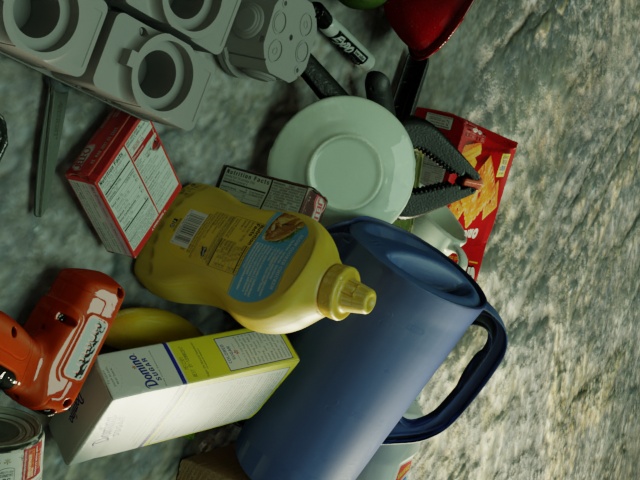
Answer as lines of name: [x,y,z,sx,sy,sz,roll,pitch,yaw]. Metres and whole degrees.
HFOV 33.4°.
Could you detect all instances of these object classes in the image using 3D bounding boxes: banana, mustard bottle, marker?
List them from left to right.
banana: [-0.121,0.099,0.879,0.069,0.037,0.197,-59,147,-24]
mustard bottle: [-0.044,0.020,0.812,0.096,0.192,0.058,-59,147,-23]
marker: [0.019,-0.188,0.984,0.121,0.020,0.020,30,78,-59]

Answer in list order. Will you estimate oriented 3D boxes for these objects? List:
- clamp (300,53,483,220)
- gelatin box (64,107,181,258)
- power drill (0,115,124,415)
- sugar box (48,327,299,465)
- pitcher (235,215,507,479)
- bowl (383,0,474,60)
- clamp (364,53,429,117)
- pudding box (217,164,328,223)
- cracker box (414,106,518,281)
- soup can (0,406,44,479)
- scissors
clamp: [0.045,-0.081,0.953,0.036,0.209,0.164,-136,-128,-75]
gelatin box: [-0.141,-0.043,0.772,0.073,0.030,0.089,-62,152,-30]
power drill: [-0.208,0.025,0.679,0.187,0.057,0.184,39,75,-55]
sugar box: [-0.111,0.115,0.822,0.175,0.048,0.093,-3,143,-42]
pitcher: [0.036,0.115,0.918,0.144,0.149,0.243,8,118,-50]
bowl: [0.103,-0.255,1.006,0.055,0.162,0.162,22,83,-17]
clamp: [0.068,-0.107,1.086,0.120,0.039,0.171,-18,120,-56]
pudding box: [-0.056,0.001,0.886,0.039,0.090,0.113,34,76,-57]
cracker box: [0.143,-0.030,1.219,0.164,0.072,0.214,10,97,-59]
soup can: [-0.223,0.171,0.714,0.068,0.069,0.102,-13,115,-56]
scissors: [-0.160,-0.122,0.720,0.096,0.016,0.202,-25,125,-48]
